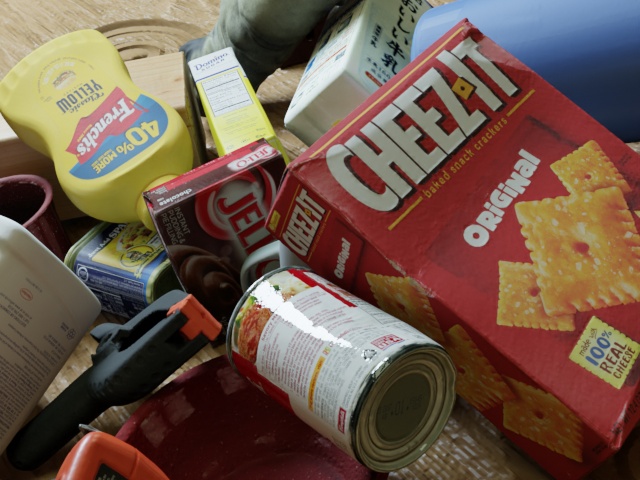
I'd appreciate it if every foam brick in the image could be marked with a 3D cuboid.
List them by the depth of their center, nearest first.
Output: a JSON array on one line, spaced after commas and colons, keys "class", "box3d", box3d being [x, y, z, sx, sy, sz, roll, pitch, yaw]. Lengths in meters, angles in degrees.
[{"class": "foam brick", "box3d": [-0.014, -0.208, 1.023, 0.078, 0.053, 0.051, -16, 35, 3]}]

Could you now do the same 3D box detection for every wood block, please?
[{"class": "wood block", "box3d": [-0.202, -0.079, 0.871, 0.206, 0.091, 0.090, -11, 40, 0]}]

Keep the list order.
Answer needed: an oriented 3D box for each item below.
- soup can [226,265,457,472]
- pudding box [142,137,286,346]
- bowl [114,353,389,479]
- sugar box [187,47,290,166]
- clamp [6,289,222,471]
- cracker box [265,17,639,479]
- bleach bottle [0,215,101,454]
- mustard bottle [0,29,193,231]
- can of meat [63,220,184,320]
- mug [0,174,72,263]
[{"class": "soup can", "box3d": [0.010, 0.062, 0.529, 0.068, 0.068, 0.102, -35, 39, -24]}, {"class": "pudding box", "box3d": [-0.055, 0.001, 0.700, 0.090, 0.113, 0.039, -26, 36, -11]}, {"class": "bowl", "box3d": [-0.033, 0.129, 0.564, 0.162, 0.055, 0.162, -12, 35, 8]}, {"class": "sugar box", "box3d": [-0.058, -0.072, 0.821, 0.048, 0.093, 0.176, -22, 34, -6]}, {"class": "clamp", "box3d": [-0.124, 0.081, 0.639, 0.172, 0.039, 0.120, -29, 28, 51]}, {"class": "cracker box", "box3d": [0.105, -0.002, 0.579, 0.214, 0.072, 0.164, 41, 59, 11]}, {"class": "bleach bottle", "box3d": [-0.233, 0.110, 0.610, 0.068, 0.102, 0.250, 9, 58, 42]}, {"class": "mustard bottle", "box3d": [-0.146, -0.068, 0.756, 0.096, 0.058, 0.192, -36, 60, -15]}, {"class": "can of meat", "box3d": [-0.116, 0.013, 0.761, 0.084, 0.057, 0.102, 13, 44, 34]}, {"class": "mug", "box3d": [-0.226, 0.003, 0.801, 0.093, 0.081, 0.117, -9, 36, 13]}]
